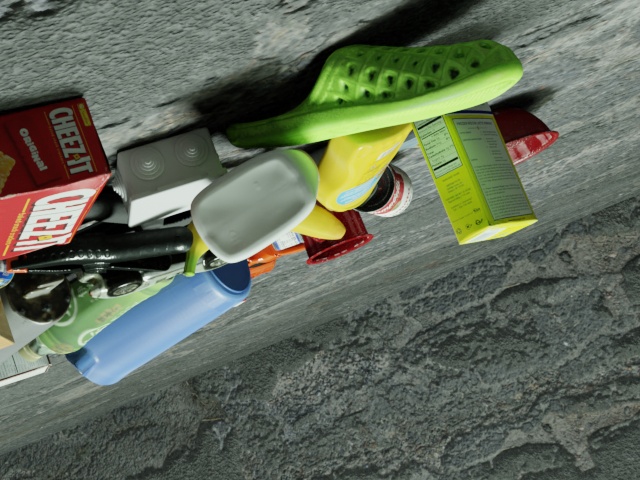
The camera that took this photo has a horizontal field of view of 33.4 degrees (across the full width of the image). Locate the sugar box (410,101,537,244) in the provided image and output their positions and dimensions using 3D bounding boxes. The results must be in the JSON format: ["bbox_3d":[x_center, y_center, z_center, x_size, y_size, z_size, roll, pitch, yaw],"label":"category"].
[{"bbox_3d":[0.132,-0.088,0.989,0.048,0.176,0.093,-30,166,35],"label":"sugar box"}]

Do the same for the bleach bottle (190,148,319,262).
[{"bbox_3d":[-0.050,-0.042,0.975,0.102,0.068,0.251,-32,-175,5],"label":"bleach bottle"}]

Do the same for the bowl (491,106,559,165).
[{"bbox_3d":[0.213,-0.123,1.336,0.162,0.055,0.162,-21,171,-4],"label":"bowl"}]

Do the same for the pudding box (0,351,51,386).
[{"bbox_3d":[-0.406,0.136,1.338,0.113,0.090,0.039,-16,169,-30],"label":"pudding box"}]

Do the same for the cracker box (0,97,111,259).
[{"bbox_3d":[-0.278,-0.022,0.785,0.213,0.072,0.164,-17,170,-28],"label":"cracker box"}]

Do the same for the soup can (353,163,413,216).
[{"bbox_3d":[0.071,-0.065,1.317,0.069,0.068,0.102,-24,171,16],"label":"soup can"}]

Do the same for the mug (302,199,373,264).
[{"bbox_3d":[0.005,-0.024,1.354,0.093,0.081,0.117,-26,169,23],"label":"mug"}]

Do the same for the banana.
[{"bbox_3d":[-0.065,-0.016,1.099,0.197,0.069,0.037,-15,-179,-31],"label":"banana"}]

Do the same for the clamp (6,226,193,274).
[{"bbox_3d":[-0.210,0.014,1.018,0.171,0.039,0.120,-2,163,-10],"label":"clamp"}]

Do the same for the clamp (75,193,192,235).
[{"bbox_3d":[-0.187,-0.022,1.086,0.209,0.036,0.165,-13,167,-37],"label":"clamp"}]

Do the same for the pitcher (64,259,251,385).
[{"bbox_3d":[-0.206,0.070,1.344,0.243,0.149,0.144,-29,153,25],"label":"pitcher"}]

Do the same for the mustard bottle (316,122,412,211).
[{"bbox_3d":[0.036,-0.080,1.078,0.096,0.058,0.192,-38,169,-28],"label":"mustard bottle"}]
